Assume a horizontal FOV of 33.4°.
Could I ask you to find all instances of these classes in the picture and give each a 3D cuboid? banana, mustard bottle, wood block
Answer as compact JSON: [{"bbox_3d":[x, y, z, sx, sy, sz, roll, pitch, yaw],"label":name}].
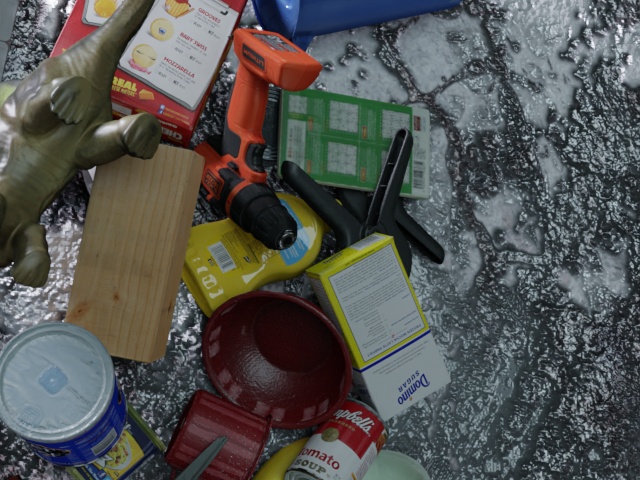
[{"bbox_3d":[-0.060,0.289,1.094,0.069,0.037,0.197,29,71,-34],"label":"banana"},{"bbox_3d":[-0.058,0.002,1.144,0.191,0.058,0.096,-27,75,-22],"label":"mustard bottle"},{"bbox_3d":[-0.181,0.008,1.047,0.090,0.091,0.206,11,89,2],"label":"wood block"}]

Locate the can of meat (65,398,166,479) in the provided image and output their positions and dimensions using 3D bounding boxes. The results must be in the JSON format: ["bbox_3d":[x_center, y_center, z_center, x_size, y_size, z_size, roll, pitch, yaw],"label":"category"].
[{"bbox_3d":[-0.217,0.195,1.049,0.083,0.057,0.102,-41,92,-20],"label":"can of meat"}]

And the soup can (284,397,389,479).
[{"bbox_3d":[0.017,0.221,1.094,0.068,0.069,0.102,44,54,-5],"label":"soup can"}]

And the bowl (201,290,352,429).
[{"bbox_3d":[-0.038,0.113,1.099,0.162,0.162,0.055,44,30,-5],"label":"bowl"}]

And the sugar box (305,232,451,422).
[{"bbox_3d":[0.062,0.090,1.117,0.093,0.048,0.176,-27,107,-18],"label":"sugar box"}]

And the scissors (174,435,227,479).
[{"bbox_3d":[-0.177,0.254,1.030,0.096,0.016,0.202,28,95,2],"label":"scissors"}]

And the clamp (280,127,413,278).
[{"bbox_3d":[0.057,-0.014,1.152,0.164,0.036,0.210,-25,103,-26],"label":"clamp"}]

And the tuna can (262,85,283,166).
[{"bbox_3d":[-0.061,-0.126,1.186,0.086,0.034,0.086,4,77,-18],"label":"tuna can"}]

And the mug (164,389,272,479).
[{"bbox_3d":[-0.109,0.211,1.069,0.081,0.093,0.117,26,91,-7],"label":"mug"}]

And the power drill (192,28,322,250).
[{"bbox_3d":[-0.060,-0.104,1.072,0.057,0.185,0.188,-1,121,-39],"label":"power drill"}]

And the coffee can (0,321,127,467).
[{"bbox_3d":[-0.229,0.141,0.954,0.102,0.140,0.103,2,69,-4],"label":"coffee can"}]

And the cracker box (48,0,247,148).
[{"bbox_3d":[-0.178,-0.228,1.144,0.164,0.072,0.213,22,72,-6],"label":"cracker box"}]

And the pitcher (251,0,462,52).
[{"bbox_3d":[0.047,-0.316,1.214,0.242,0.149,0.145,-14,53,-24],"label":"pitcher"}]

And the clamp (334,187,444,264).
[{"bbox_3d":[0.073,-0.033,1.208,0.120,0.039,0.171,-7,84,-22],"label":"clamp"}]
